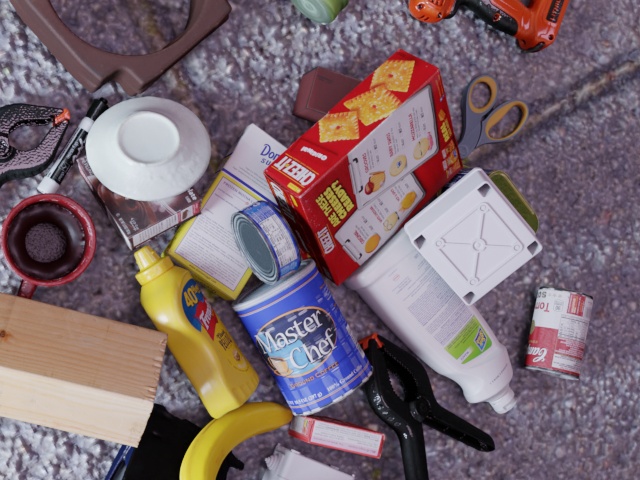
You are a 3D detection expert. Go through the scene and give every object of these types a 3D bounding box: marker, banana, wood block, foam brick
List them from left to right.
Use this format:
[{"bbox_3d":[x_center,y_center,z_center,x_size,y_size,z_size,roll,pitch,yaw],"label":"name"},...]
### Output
[{"bbox_3d":[-0.266,0.125,1.059,0.206,0.090,0.090,16,48,-10],"label":"wood block"},{"bbox_3d":[-0.262,-0.101,1.139,0.020,0.020,0.121,33,78,-15],"label":"marker"},{"bbox_3d":[-0.096,0.217,1.128,0.069,0.037,0.197,57,37,-10],"label":"banana"},{"bbox_3d":[0.017,-0.159,1.219,0.078,0.051,0.053,17,81,-17],"label":"foam brick"}]

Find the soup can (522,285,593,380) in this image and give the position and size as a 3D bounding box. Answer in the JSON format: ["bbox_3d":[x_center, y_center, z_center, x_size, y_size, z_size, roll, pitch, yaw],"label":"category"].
[{"bbox_3d":[0.288,0.112,1.289,0.068,0.069,0.102,15,82,-18],"label":"soup can"}]

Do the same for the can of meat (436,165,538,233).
[{"bbox_3d":[0.197,-0.038,1.249,0.057,0.084,0.102,-46,110,-13],"label":"can of meat"}]

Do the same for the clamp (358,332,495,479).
[{"bbox_3d":[0.115,0.197,1.229,0.164,0.036,0.210,-23,83,-46],"label":"clamp"}]

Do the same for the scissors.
[{"bbox_3d":[0.165,-0.128,1.287,0.201,0.016,0.096,-32,96,-17],"label":"scissors"}]

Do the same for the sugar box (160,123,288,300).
[{"bbox_3d":[-0.090,-0.031,1.181,0.093,0.048,0.176,36,74,-14],"label":"sugar box"}]

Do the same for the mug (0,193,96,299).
[{"bbox_3d":[-0.285,0.012,1.092,0.093,0.082,0.117,20,81,-17],"label":"mug"}]

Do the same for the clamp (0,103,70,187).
[{"bbox_3d":[-0.333,-0.081,1.103,0.171,0.039,0.120,-22,96,-19],"label":"clamp"}]

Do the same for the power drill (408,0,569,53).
[{"bbox_3d":[0.212,-0.324,1.292,0.187,0.057,0.184,22,84,-14],"label":"power drill"}]

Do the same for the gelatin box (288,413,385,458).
[{"bbox_3d":[0.018,0.215,1.189,0.089,0.073,0.030,15,83,-18],"label":"gelatin box"}]

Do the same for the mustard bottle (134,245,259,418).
[{"bbox_3d":[-0.139,0.090,1.132,0.058,0.096,0.191,-30,97,15],"label":"mustard bottle"}]

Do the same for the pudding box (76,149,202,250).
[{"bbox_3d":[-0.191,-0.057,1.130,0.090,0.039,0.113,-30,72,-17],"label":"pudding box"}]

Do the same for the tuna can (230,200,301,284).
[{"bbox_3d":[-0.057,0.001,1.120,0.033,0.086,0.086,-30,97,-23],"label":"tuna can"}]

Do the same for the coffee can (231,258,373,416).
[{"bbox_3d":[-0.019,0.105,1.167,0.102,0.103,0.140,-31,98,-18],"label":"coffee can"}]

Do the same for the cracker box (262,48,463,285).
[{"bbox_3d":[0.052,-0.080,1.176,0.213,0.072,0.164,-43,142,-16],"label":"cracker box"}]

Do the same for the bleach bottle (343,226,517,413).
[{"bbox_3d":[0.140,0.107,1.243,0.102,0.068,0.250,-43,103,-18],"label":"bleach bottle"}]
